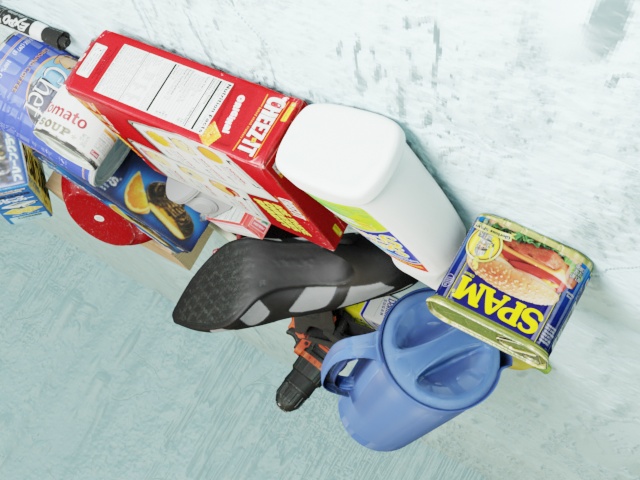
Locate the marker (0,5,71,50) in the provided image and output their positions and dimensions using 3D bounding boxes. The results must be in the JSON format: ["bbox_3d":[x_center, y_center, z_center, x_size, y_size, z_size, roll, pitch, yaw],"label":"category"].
[{"bbox_3d":[-0.285,-0.207,1.021,0.121,0.020,0.020,25,168,26],"label":"marker"}]

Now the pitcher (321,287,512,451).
[{"bbox_3d":[0.087,0.153,1.177,0.149,0.144,0.243,43,153,7],"label":"pitcher"}]

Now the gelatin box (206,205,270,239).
[{"bbox_3d":[-0.067,-0.042,1.046,0.030,0.073,0.089,35,168,-27],"label":"gelatin box"}]

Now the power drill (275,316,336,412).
[{"bbox_3d":[-0.049,0.119,1.482,0.188,0.184,0.057,38,170,11],"label":"power drill"}]

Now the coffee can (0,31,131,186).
[{"bbox_3d":[-0.257,-0.132,1.063,0.140,0.102,0.103,30,169,0],"label":"coffee can"}]

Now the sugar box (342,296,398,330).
[{"bbox_3d":[0.051,0.085,1.376,0.176,0.048,0.093,26,168,26],"label":"sugar box"}]

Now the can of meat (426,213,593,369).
[{"bbox_3d":[0.146,0.037,0.814,0.102,0.084,0.057,27,168,19],"label":"can of meat"}]

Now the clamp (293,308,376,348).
[{"bbox_3d":[0.019,0.102,1.332,0.164,0.036,0.210,40,158,-27],"label":"clamp"}]

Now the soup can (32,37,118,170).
[{"bbox_3d":[-0.206,-0.123,0.970,0.068,0.102,0.068,29,169,6],"label":"soup can"}]

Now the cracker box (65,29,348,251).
[{"bbox_3d":[-0.084,-0.086,0.902,0.214,0.072,0.164,23,168,29],"label":"cracker box"}]

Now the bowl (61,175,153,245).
[{"bbox_3d":[-0.247,-0.043,1.260,0.162,0.055,0.162,19,146,14],"label":"bowl"}]

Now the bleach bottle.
[{"bbox_3d":[0.070,-0.015,0.844,0.103,0.068,0.250,22,168,39],"label":"bleach bottle"}]
